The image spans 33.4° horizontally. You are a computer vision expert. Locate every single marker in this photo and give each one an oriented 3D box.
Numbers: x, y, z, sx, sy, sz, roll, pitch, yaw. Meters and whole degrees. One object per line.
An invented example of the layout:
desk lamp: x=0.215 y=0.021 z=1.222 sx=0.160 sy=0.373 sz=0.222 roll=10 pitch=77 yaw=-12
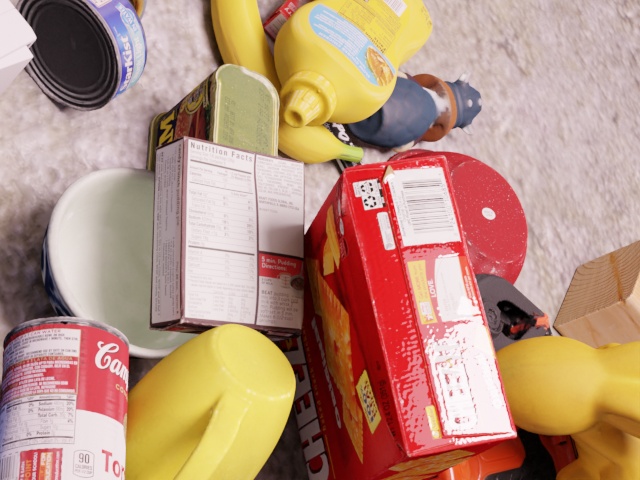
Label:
marker: x=0.008 y=-0.092 z=0.861 sx=0.020 sy=0.020 sz=0.121 roll=-26 pitch=86 yaw=-45

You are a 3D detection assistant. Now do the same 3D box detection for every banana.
banana: x=-0.042 y=-0.134 z=0.828 sx=0.069 sy=0.037 sz=0.198 roll=-28 pitch=88 yaw=-51

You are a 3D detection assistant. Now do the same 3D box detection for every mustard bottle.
mustard bottle: x=0.017 y=-0.143 z=0.815 sx=0.096 sy=0.058 sz=0.191 roll=42 pitch=44 yaw=-10

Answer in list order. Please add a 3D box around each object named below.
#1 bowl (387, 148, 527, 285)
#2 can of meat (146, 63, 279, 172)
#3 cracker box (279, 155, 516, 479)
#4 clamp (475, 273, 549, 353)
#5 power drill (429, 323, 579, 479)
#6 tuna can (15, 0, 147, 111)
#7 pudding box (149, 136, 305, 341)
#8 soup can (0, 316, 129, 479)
bowl: x=0.122 y=-0.014 z=0.894 sx=0.161 sy=0.055 sz=0.162 roll=19 pitch=57 yaw=-32
can of meat: x=-0.073 y=-0.059 z=0.727 sx=0.057 sy=0.084 sz=0.102 roll=20 pitch=57 yaw=-33
cracker box: x=0.032 y=0.067 z=0.658 sx=0.072 sy=0.214 sz=0.164 roll=-6 pitch=71 yaw=-17
clamp: x=0.110 y=0.070 z=0.777 sx=0.171 sy=0.039 sz=0.120 roll=15 pitch=66 yaw=-38
power drill: x=0.133 y=0.134 z=0.823 sx=0.187 sy=0.057 sz=0.184 roll=7 pitch=61 yaw=-38
tuna can: x=-0.155 y=-0.129 z=0.692 sx=0.086 sy=0.086 sz=0.033 roll=51 pitch=44 yaw=-7
pudding box: x=-0.054 y=0.001 z=0.638 sx=0.089 sy=0.039 sz=0.113 roll=10 pitch=73 yaw=-37
soup can: x=-0.136 y=0.100 z=0.559 sx=0.068 sy=0.069 sz=0.102 roll=19 pitch=51 yaw=-33
